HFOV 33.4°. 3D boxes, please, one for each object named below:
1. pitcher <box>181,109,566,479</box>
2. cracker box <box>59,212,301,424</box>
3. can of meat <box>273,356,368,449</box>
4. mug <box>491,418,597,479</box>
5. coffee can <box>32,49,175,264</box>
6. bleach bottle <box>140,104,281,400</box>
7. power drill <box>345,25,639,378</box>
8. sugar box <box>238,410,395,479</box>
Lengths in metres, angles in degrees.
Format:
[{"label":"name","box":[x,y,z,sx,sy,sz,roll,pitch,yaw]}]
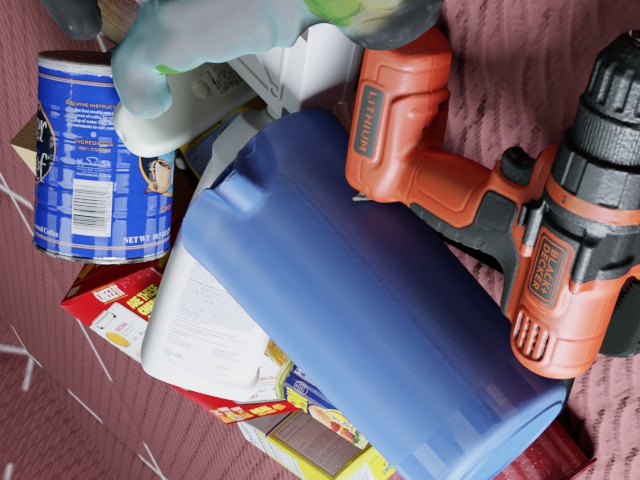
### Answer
[{"label":"pitcher","box":[0.037,0.043,0.677,0.243,0.149,0.145,48,143,22]},{"label":"cracker box","box":[-0.103,0.078,0.973,0.213,0.072,0.164,41,143,-24]},{"label":"can of meat","box":[0.014,0.117,0.843,0.084,0.057,0.102,32,165,9]},{"label":"mug","box":[0.122,0.155,0.746,0.117,0.093,0.081,-44,72,22]},{"label":"coffee can","box":[-0.157,-0.064,0.784,0.103,0.102,0.140,23,113,51]},{"label":"bleach bottle","box":[-0.055,0.001,0.808,0.068,0.102,0.251,-99,30,-60]},{"label":"power drill","box":[0.092,-0.046,0.555,0.188,0.057,0.184,43,134,42]},{"label":"sugar box","box":[0.001,0.183,1.027,0.176,0.093,0.048,20,141,54]}]
